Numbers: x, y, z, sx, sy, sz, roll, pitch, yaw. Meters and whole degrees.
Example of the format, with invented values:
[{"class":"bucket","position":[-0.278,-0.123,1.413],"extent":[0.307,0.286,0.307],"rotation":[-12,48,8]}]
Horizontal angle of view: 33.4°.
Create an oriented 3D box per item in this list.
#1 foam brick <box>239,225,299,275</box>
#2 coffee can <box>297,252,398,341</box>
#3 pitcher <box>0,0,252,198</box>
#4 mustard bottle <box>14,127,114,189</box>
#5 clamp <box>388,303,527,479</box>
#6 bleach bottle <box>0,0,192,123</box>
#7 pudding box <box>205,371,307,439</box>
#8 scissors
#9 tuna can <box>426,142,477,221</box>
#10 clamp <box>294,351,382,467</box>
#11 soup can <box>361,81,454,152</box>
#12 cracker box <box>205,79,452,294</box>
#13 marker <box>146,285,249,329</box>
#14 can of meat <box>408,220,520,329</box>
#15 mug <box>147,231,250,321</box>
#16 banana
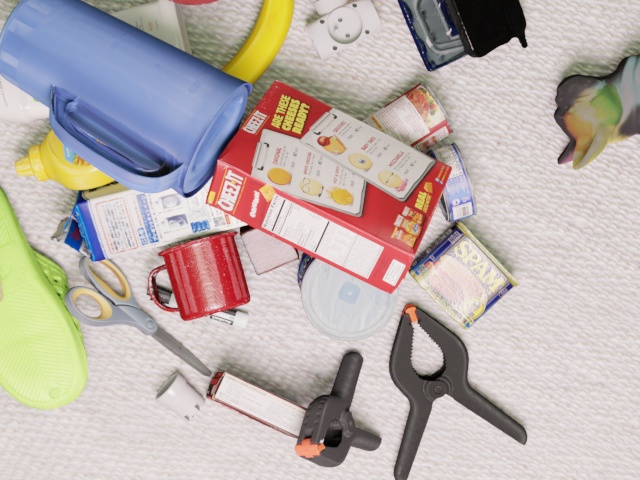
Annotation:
[{"class":"foam brick","position":[-0.058,0.001,1.201],"extent":[0.053,0.078,0.051],"rotation":[-23,99,1]},{"class":"coffee can","position":[0.027,0.047,1.178],"extent":[0.102,0.140,0.103],"rotation":[0,97,-3]},{"class":"pitcher","position":[-0.204,-0.150,1.072],"extent":[0.243,0.149,0.145],"rotation":[30,93,6]},{"class":"mustard bottle","position":[-0.242,-0.103,1.176],"extent":[0.191,0.058,0.096],"rotation":[-14,53,0]},{"class":"clamp","position":[0.129,0.179,1.251],"extent":[0.164,0.036,0.210],"rotation":[-26,95,0]},{"class":"bleach bottle","position":[-0.270,-0.193,1.176],"extent":[0.251,0.068,0.102],"rotation":[-13,87,3]},{"class":"pudding box","position":[-0.072,0.187,1.214],"extent":[0.113,0.090,0.039],"rotation":[24,80,-7]},{"class":"scissors","position":[-0.212,0.102,1.209],"extent":[0.016,0.096,0.201],"rotation":[-34,97,40]},{"class":"tuna can","position":[0.147,-0.065,1.199],"extent":[0.034,0.086,0.086],"rotation":[-17,97,1]},{"class":"clamp","position":[0.024,0.212,1.199],"extent":[0.039,0.171,0.120],"rotation":[-15,104,31]},{"class":"soup can","position":[0.089,-0.122,1.198],"extent":[0.102,0.068,0.068],"rotation":[-33,97,2]},{"class":"cracker box","position":[0.012,-0.056,1.098],"extent":[0.213,0.164,0.072],"rotation":[26,132,2]},{"class":"marker","position":[-0.142,0.076,1.235],"extent":[0.121,0.020,0.020],"rotation":[18,96,-5]},{"class":"can of meat","position":[0.163,0.041,1.227],"extent":[0.084,0.057,0.102],"rotation":[-44,96,6]},{"class":"mug","position":[-0.137,0.045,1.190],"extent":[0.117,0.093,0.081],"rotation":[-17,87,11]},{"class":"banana","position":[-0.080,-0.218,1.189],"extent":[0.069,0.037,0.198],"rotation":[25,99,-22]}]
